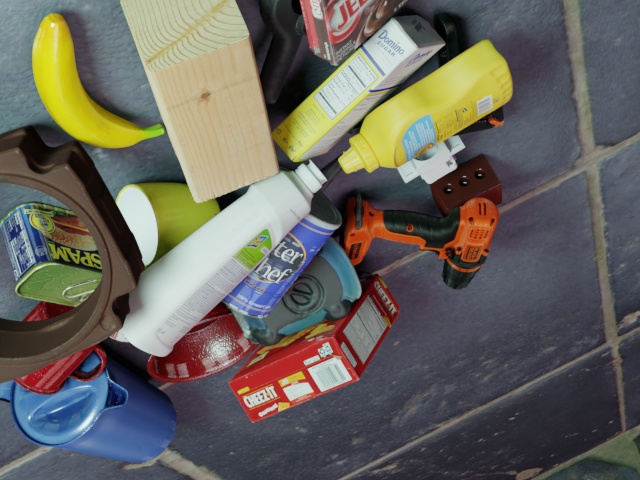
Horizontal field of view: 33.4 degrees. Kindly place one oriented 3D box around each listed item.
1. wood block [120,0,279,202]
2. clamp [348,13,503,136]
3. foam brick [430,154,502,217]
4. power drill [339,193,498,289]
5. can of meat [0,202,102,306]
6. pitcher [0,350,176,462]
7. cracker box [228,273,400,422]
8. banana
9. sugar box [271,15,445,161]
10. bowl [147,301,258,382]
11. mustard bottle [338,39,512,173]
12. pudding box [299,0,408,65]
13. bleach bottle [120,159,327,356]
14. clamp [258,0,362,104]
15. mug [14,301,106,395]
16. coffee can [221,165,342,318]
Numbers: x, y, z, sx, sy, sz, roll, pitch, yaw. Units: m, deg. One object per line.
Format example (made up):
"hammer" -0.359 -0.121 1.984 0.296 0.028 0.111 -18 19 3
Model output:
"wood block" -0.104 -0.134 0.969 0.090 0.090 0.206 -21 151 -7
"clamp" 0.141 -0.166 1.167 0.209 0.036 0.165 6 136 -42
"foam brick" 0.184 -0.063 1.355 0.078 0.053 0.051 -26 152 -1
"power drill" 0.119 0.003 1.341 0.187 0.057 0.184 3 147 -4
"can of meat" -0.270 0.014 1.088 0.058 0.084 0.101 -40 148 24
"pitcher" -0.291 0.217 1.382 0.145 0.149 0.242 -42 154 -1
"cracker box" -0.004 0.135 1.384 0.164 0.072 0.213 -26 -170 25
"banana" -0.212 -0.130 0.951 0.069 0.037 0.197 -41 152 -1
"sugar box" 0.037 -0.152 1.067 0.176 0.048 0.093 -43 173 26
"bowl" -0.155 0.120 1.385 0.162 0.055 0.162 -19 151 -11
"mustard bottle" 0.103 -0.126 1.097 0.191 0.058 0.096 -32 160 -2
"pudding box" 0.033 -0.223 0.937 0.113 0.039 0.090 -46 152 -19
"bleach bottle" -0.096 0.012 1.083 0.251 0.068 0.102 -40 162 1
"clamp" -0.024 -0.198 0.972 0.120 0.039 0.171 -43 150 -9
"mug" -0.300 0.123 1.229 0.117 0.093 0.082 36 113 -23
"coffee can" -0.058 0.001 1.188 0.102 0.103 0.140 15 119 -50
